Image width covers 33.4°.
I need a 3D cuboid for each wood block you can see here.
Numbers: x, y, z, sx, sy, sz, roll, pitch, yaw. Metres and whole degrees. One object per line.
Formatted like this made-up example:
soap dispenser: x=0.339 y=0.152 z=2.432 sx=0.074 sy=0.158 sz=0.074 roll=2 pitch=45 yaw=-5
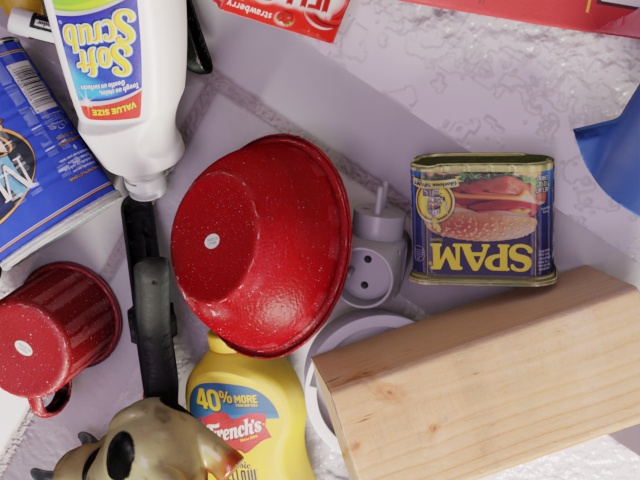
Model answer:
wood block: x=0.109 y=0.095 z=0.710 sx=0.206 sy=0.091 sz=0.090 roll=-18 pitch=101 yaw=-5

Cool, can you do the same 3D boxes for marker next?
marker: x=-0.165 y=-0.144 z=0.776 sx=0.121 sy=0.020 sz=0.020 roll=15 pitch=110 yaw=-6

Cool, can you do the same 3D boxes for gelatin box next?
gelatin box: x=-0.019 y=-0.179 z=0.713 sx=0.089 sy=0.030 sz=0.073 roll=13 pitch=112 yaw=-28

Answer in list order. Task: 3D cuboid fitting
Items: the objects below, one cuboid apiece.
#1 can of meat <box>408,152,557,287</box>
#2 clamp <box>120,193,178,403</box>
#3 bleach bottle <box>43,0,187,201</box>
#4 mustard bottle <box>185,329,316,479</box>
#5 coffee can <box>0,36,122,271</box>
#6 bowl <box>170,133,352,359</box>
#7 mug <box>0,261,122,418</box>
can of meat: x=0.112 y=-0.016 z=0.735 sx=0.102 sy=0.057 sz=0.084 roll=1 pitch=103 yaw=14
clamp: x=-0.129 y=0.052 z=0.812 sx=0.039 sy=0.120 sz=0.171 roll=-2 pitch=126 yaw=-9
bleach bottle: x=-0.130 y=-0.133 z=0.725 sx=0.103 sy=0.068 sz=0.251 roll=10 pitch=132 yaw=17
mustard bottle: x=-0.056 y=0.139 z=0.823 sx=0.096 sy=0.058 sz=0.191 roll=0 pitch=105 yaw=29
coffee can: x=-0.228 y=-0.063 z=0.787 sx=0.103 sy=0.102 sz=0.140 roll=-30 pitch=96 yaw=21
bowl: x=-0.055 y=0.001 z=0.742 sx=0.162 sy=0.055 sz=0.162 roll=-8 pitch=79 yaw=43
mug: x=-0.215 y=0.083 z=0.838 sx=0.093 sy=0.081 sz=0.117 roll=7 pitch=107 yaw=13
